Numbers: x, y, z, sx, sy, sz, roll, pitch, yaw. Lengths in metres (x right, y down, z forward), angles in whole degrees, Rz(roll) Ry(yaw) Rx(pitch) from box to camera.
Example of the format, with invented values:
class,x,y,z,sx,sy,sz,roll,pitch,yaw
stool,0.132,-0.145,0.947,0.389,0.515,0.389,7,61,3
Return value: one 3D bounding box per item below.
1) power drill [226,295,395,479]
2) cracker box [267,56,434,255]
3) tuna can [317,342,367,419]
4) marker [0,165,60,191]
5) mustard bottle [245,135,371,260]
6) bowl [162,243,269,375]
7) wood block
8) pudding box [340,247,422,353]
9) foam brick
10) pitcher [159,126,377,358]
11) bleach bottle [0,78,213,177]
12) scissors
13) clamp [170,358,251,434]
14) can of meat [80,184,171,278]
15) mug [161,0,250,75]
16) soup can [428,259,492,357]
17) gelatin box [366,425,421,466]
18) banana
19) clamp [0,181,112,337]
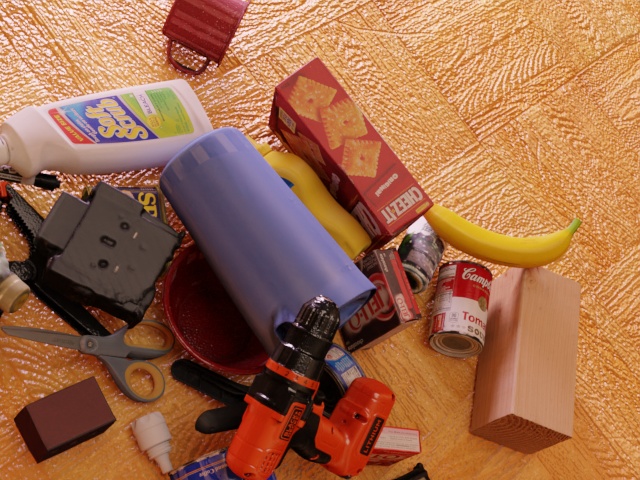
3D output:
class,x,y,z,sx,sy,sz,roll,pitch,yaw
power drill,0.001,0.156,1.051,0.187,0.057,0.184,30,88,-53
cracker box,0.027,-0.092,1.256,0.072,0.164,0.214,-36,86,-10
tuna can,0.014,0.157,1.180,0.033,0.086,0.086,-30,83,-33
marker,-0.340,-0.073,1.145,0.121,0.020,0.020,12,62,-22
mustard bottle,-0.031,-0.044,1.246,0.191,0.096,0.058,50,51,2
bowl,-0.105,0.081,1.168,0.162,0.055,0.162,14,56,-22
wood block,0.253,0.143,1.310,0.090,0.090,0.206,22,58,-17
pudding box,0.060,0.070,1.229,0.039,0.114,0.090,-8,71,-34
foam brick,-0.252,0.177,1.052,0.078,0.053,0.051,-22,79,-33
pitcher,-0.057,0.001,1.135,0.144,0.149,0.243,-33,77,-20
bleach bottle,-0.246,-0.112,1.176,0.250,0.068,0.102,-17,71,-36
scissors,-0.226,0.124,1.076,0.201,0.016,0.096,-3,83,-47
clamp,-0.073,0.181,1.123,0.171,0.039,0.120,18,23,-19
can of meat,-0.213,-0.010,1.160,0.083,0.058,0.102,0,67,-25
mug,-0.147,-0.260,1.303,0.081,0.093,0.117,26,94,-9
soup can,0.172,0.084,1.309,0.068,0.069,0.102,23,59,-17
gelatin box,0.055,0.226,1.176,0.089,0.073,0.030,10,64,-24
banana,0.218,-0.002,1.302,0.198,0.037,0.069,7,64,-1
clamp,-0.300,0.041,1.101,0.164,0.036,0.210,-1,71,-30
